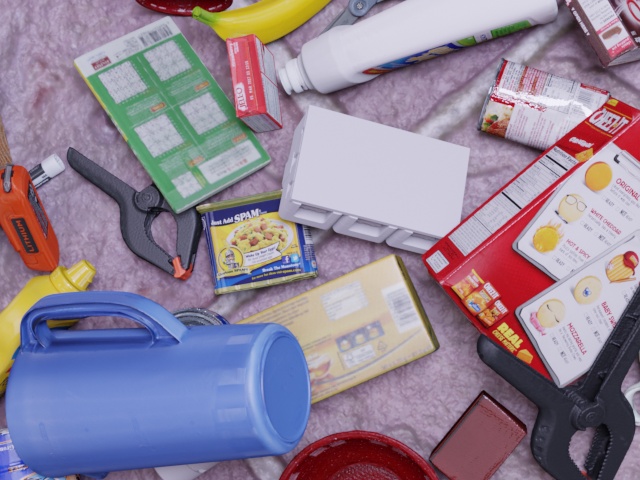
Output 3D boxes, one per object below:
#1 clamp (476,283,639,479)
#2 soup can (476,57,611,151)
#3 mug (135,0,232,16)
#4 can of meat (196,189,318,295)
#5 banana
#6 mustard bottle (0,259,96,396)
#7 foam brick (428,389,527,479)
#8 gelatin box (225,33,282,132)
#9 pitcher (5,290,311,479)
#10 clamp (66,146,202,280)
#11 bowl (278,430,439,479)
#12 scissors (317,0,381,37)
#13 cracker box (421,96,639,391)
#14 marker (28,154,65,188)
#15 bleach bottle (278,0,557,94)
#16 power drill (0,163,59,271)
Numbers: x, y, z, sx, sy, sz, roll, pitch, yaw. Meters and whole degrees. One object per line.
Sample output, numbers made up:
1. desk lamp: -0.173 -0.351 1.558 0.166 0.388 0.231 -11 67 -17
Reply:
1. clamp: 0.208 0.137 0.892 0.164 0.036 0.210 -11 118 -12
2. soup can: 0.198 -0.115 0.945 0.102 0.068 0.068 19 90 10
3. mug: -0.123 -0.265 0.987 0.093 0.117 0.081 4 82 -21
4. can of meat: -0.056 0.001 0.988 0.102 0.057 0.084 -11 87 8
5. banana: -0.022 -0.233 0.990 0.197 0.069 0.037 -34 59 -6
6. mustard bottle: -0.283 0.090 1.001 0.191 0.096 0.058 -45 81 5
7. foam brick: 0.140 0.179 0.948 0.051 0.053 0.078 39 95 9
8. gelatin box: -0.060 -0.142 0.979 0.030 0.089 0.073 -9 86 8
9. pitcher: -0.139 0.124 0.908 0.243 0.149 0.145 -8 69 24
10. clamp: -0.155 -0.048 1.017 0.120 0.039 0.171 -35 82 9
11. bowl: 0.038 0.249 0.960 0.162 0.055 0.162 -1 87 10
12. scissors: 0.057 -0.217 0.997 0.096 0.016 0.202 25 110 -14
13. cracker box: 0.217 0.010 0.903 0.214 0.072 0.164 -40 114 5
14. marker: -0.306 -0.045 1.051 0.121 0.020 0.020 -33 83 7
15. bleach bottle: 0.083 -0.188 0.963 0.251 0.102 0.068 -19 92 14
16. power drill: -0.349 0.014 1.010 0.187 0.057 0.184 -16 127 -3
